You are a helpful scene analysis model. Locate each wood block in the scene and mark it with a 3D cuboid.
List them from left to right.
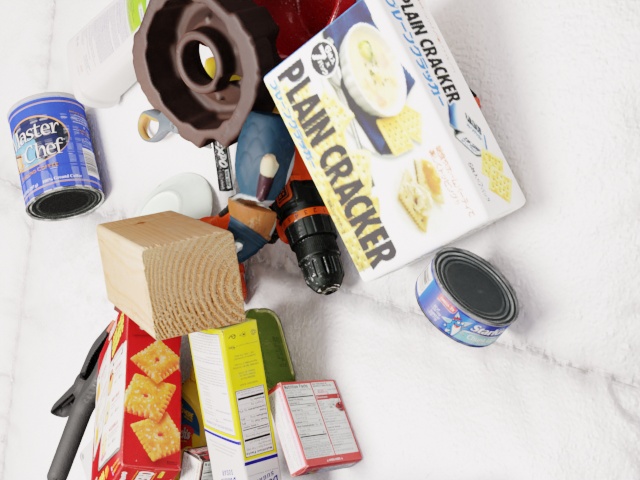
[{"bbox_3d":[-0.156,0.029,1.074,0.206,0.090,0.090,-162,62,-66],"label":"wood block"}]

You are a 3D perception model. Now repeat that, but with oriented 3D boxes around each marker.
[{"bbox_3d":[-0.109,-0.099,1.172,0.020,0.020,0.121,16,120,47],"label":"marker"}]

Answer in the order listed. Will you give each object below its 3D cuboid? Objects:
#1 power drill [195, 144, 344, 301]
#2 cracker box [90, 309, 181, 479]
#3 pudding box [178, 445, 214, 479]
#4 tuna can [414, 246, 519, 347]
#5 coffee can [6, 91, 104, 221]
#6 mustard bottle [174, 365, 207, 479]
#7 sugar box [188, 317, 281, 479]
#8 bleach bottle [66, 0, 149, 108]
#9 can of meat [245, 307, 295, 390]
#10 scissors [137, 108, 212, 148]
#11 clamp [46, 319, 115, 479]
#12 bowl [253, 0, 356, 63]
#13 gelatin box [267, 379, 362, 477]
[{"bbox_3d":[-0.057,0.001,1.115,0.188,0.057,0.184,-36,59,38],"label":"power drill"},{"bbox_3d":[-0.204,0.186,1.191,0.164,0.072,0.213,124,150,-49],"label":"cracker box"},{"bbox_3d":[-0.109,0.273,1.135,0.039,0.089,0.113,17,101,46],"label":"pudding box"},{"bbox_3d":[0.122,0.048,0.893,0.034,0.085,0.086,-54,52,34],"label":"tuna can"},{"bbox_3d":[-0.348,-0.109,1.402,0.103,0.102,0.140,-34,65,42],"label":"coffee can"},{"bbox_3d":[-0.136,0.215,1.189,0.096,0.058,0.192,26,107,60],"label":"mustard bottle"},{"bbox_3d":[-0.084,0.165,1.054,0.093,0.048,0.176,1,103,63],"label":"sugar box"},{"bbox_3d":[-0.215,-0.259,1.292,0.251,0.067,0.102,-28,69,41],"label":"bleach bottle"},{"bbox_3d":[-0.078,0.131,1.132,0.084,0.057,0.102,-33,66,39],"label":"can of meat"},{"bbox_3d":[-0.166,-0.153,1.245,0.202,0.016,0.096,7,87,57],"label":"scissors"},{"bbox_3d":[-0.296,0.197,1.351,0.210,0.036,0.164,-56,24,23],"label":"clamp"},{"bbox_3d":[-0.013,-0.252,1.074,0.162,0.055,0.162,-2,87,48],"label":"bowl"},{"bbox_3d":[-0.008,0.181,1.039,0.030,0.073,0.089,-40,60,39],"label":"gelatin box"}]
